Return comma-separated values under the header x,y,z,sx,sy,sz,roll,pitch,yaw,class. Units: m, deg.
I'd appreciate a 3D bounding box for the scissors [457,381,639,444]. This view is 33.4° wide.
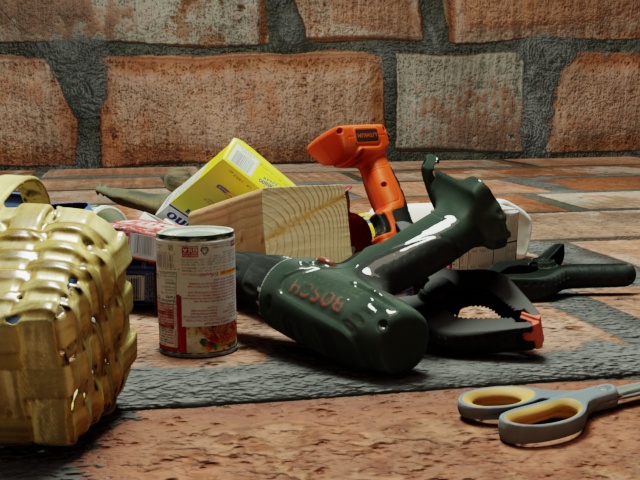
x,y,z,sx,sy,sz,roll,pitch,yaw,class
0.174,0.106,0.740,0.096,0.016,0.201,7,11,42,scissors

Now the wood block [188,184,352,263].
x,y,z,sx,sy,sz,roll,pitch,yaw,class
-0.057,0.001,1.094,0.090,0.090,0.206,-4,-4,-26,wood block

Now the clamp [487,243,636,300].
x,y,z,sx,sy,sz,roll,pitch,yaw,class
0.247,0.038,1.134,0.171,0.039,0.120,-16,15,-37,clamp

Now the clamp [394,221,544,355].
x,y,z,sx,sy,sz,roll,pitch,yaw,class
0.092,0.058,0.921,0.164,0.036,0.210,-38,40,-27,clamp

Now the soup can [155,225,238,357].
x,y,z,sx,sy,sz,roll,pitch,yaw,class
-0.105,0.042,0.906,0.068,0.102,0.068,-1,8,0,soup can

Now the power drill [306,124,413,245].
x,y,z,sx,sy,sz,roll,pitch,yaw,class
0.056,-0.033,1.166,0.057,0.188,0.184,-30,-11,33,power drill

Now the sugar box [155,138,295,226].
x,y,z,sx,sy,sz,roll,pitch,yaw,class
-0.115,-0.044,1.261,0.177,0.093,0.048,-35,20,47,sugar box

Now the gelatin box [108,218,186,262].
x,y,z,sx,sy,sz,roll,pitch,yaw,class
-0.175,-0.002,1.078,0.089,0.030,0.073,9,10,30,gelatin box

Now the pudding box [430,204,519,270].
x,y,z,sx,sy,sz,roll,pitch,yaw,class
0.166,0.009,1.161,0.113,0.090,0.039,-6,12,-38,pudding box
